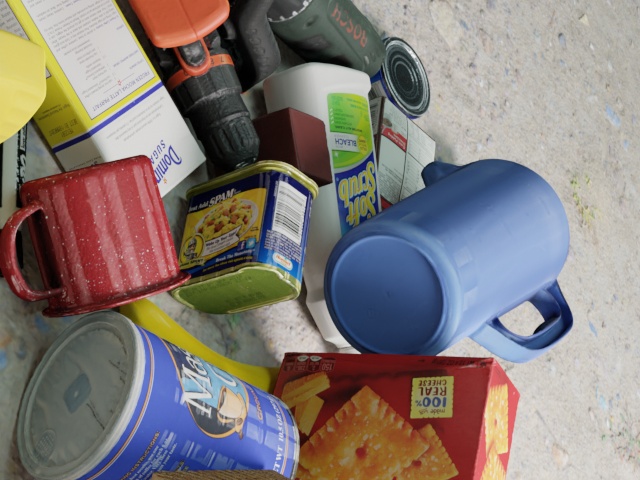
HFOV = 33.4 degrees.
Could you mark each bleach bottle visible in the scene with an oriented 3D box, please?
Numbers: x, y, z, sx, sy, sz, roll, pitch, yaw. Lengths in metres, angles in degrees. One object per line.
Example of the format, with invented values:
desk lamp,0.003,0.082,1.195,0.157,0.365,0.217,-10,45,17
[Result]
bleach bottle,0.017,-0.017,0.893,0.102,0.068,0.251,-1,78,-55

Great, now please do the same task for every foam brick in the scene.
foam brick,-0.037,-0.063,0.822,0.051,0.078,0.053,13,65,-56

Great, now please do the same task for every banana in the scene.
banana,-0.072,0.086,0.750,0.197,0.037,0.069,38,48,-38

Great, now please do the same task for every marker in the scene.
marker,-0.192,-0.035,0.661,0.020,0.020,0.121,18,61,-48

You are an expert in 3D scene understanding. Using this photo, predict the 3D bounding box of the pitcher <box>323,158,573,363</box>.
pitcher,0.109,0.023,0.843,0.242,0.149,0.145,-23,117,-59

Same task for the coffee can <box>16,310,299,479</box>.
coffee can,-0.096,0.117,0.649,0.140,0.103,0.103,35,50,-40

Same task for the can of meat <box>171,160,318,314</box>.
can of meat,-0.055,0.001,0.757,0.057,0.102,0.084,34,52,-40

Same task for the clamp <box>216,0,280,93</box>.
clamp,-0.071,-0.183,0.811,0.039,0.171,0.120,-30,68,-17

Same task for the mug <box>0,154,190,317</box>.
mug,-0.142,-0.002,0.643,0.117,0.093,0.081,-20,100,-44

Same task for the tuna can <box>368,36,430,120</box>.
tuna can,0.072,-0.156,1.049,0.086,0.034,0.086,26,56,-45

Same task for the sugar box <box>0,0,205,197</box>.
sugar box,-0.155,-0.105,0.719,0.176,0.048,0.093,64,36,-17

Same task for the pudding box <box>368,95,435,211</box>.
pudding box,0.068,-0.066,1.001,0.090,0.039,0.113,36,51,-40

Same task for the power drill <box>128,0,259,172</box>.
power drill,-0.093,-0.142,0.724,0.184,0.057,0.188,63,-7,5

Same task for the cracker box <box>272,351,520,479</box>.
cracker box,0.030,0.181,0.703,0.072,0.164,0.213,51,47,-48
